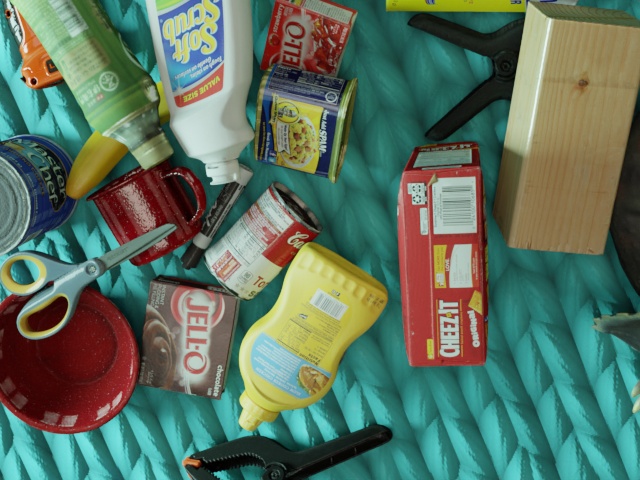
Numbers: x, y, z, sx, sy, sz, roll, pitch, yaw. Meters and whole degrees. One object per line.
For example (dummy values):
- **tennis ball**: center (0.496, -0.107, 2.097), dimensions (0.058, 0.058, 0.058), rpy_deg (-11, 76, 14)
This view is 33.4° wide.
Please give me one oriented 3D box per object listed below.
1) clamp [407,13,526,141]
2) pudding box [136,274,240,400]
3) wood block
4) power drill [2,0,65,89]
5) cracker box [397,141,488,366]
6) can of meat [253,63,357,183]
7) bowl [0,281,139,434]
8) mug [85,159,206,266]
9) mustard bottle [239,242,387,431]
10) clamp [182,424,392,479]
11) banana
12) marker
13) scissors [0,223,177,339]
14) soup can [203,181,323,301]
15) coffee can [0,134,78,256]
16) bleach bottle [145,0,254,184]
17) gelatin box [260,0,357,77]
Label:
- **clamp**: center (0.168, -0.154, 1.004), dimensions (0.171, 0.039, 0.120), rpy_deg (0, 110, 6)
- **pudding box**: center (-0.133, 0.098, 1.083), dimensions (0.090, 0.039, 0.113), rpy_deg (10, 101, 4)
- **wood block**: center (0.221, -0.100, 0.959), dimensions (0.091, 0.090, 0.206), rpy_deg (5, 112, -3)
- **power drill**: center (-0.252, -0.252, 1.022), dimensions (0.184, 0.057, 0.187), rpy_deg (-21, 96, 10)
- **cracker box**: center (0.111, 0.004, 0.950), dimensions (0.072, 0.213, 0.164), rpy_deg (-2, 100, 8)
- **can of meat**: center (-0.016, -0.112, 1.008), dimensions (0.084, 0.057, 0.102), rpy_deg (14, 132, 6)
- **bowl**: center (-0.257, 0.113, 1.091), dimensions (0.162, 0.055, 0.162), rpy_deg (1, 101, 6)
- **mug**: center (-0.158, -0.032, 1.032), dimensions (0.117, 0.093, 0.081), rpy_deg (-22, 103, 30)
- **mustard bottle**: center (-0.023, 0.104, 1.027), dimensions (0.096, 0.058, 0.192), rpy_deg (31, 102, -5)
- **clamp**: center (-0.040, 0.252, 1.065), dimensions (0.210, 0.164, 0.036), rpy_deg (1, 138, 13)
- **banana**: center (-0.169, -0.112, 1.035), dimensions (0.198, 0.070, 0.037), rpy_deg (-29, 140, 7)
- **marker**: center (-0.105, -0.022, 1.068), dimensions (0.020, 0.020, 0.121), rpy_deg (32, 103, -1)
- **scissors**: center (-0.232, 0.016, 1.018), dimensions (0.202, 0.016, 0.096), rpy_deg (-43, 88, 20)
- **soup can**: center (-0.057, 0.001, 1.042), dimensions (0.068, 0.068, 0.102), rpy_deg (45, 102, -4)
- **coffee can**: center (-0.301, -0.044, 1.022), dimensions (0.103, 0.140, 0.103), rpy_deg (1, 101, 6)
- **bleach bottle**: center (-0.100, -0.177, 0.968), dimensions (0.103, 0.068, 0.251), rpy_deg (-7, 99, 15)
- **gelatin box**: center (-0.013, -0.186, 0.999), dimensions (0.073, 0.030, 0.089), rpy_deg (21, 140, 0)
